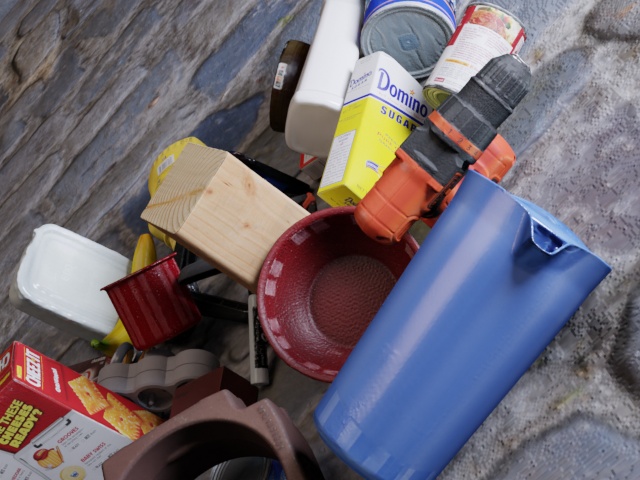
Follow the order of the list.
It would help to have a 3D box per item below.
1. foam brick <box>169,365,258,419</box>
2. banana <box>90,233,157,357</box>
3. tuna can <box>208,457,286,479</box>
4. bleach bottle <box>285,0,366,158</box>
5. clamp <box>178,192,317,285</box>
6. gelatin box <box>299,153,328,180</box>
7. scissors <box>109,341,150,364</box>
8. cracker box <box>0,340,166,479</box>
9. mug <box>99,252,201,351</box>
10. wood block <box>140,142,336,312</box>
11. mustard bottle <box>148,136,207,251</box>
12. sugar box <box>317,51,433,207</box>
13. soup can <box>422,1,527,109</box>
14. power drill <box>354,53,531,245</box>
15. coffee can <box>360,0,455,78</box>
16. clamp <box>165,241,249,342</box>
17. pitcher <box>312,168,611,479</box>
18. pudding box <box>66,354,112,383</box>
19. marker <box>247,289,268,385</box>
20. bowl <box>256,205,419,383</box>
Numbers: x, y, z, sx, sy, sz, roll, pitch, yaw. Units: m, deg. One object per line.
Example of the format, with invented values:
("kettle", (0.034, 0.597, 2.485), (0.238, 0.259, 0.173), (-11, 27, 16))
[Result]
("foam brick", (-0.109, 0.172, 1.090), (0.078, 0.051, 0.053), (-28, 38, 35))
("banana", (-0.234, 0.080, 1.338), (0.037, 0.069, 0.197), (2, 44, 11))
("tuna can", (-0.065, 0.224, 0.997), (0.086, 0.033, 0.086), (-34, 36, 29))
("bleach bottle", (0.018, -0.219, 1.198), (0.103, 0.068, 0.250), (108, 175, -59))
("clamp", (-0.054, 0.026, 1.146), (0.171, 0.120, 0.039), (-42, -7, -7))
("gelatin box", (0.019, -0.119, 1.225), (0.089, 0.030, 0.073), (-31, 37, 32))
("scissors", (-0.251, 0.201, 1.237), (0.016, 0.096, 0.201), (20, 69, 13))
("cracker box", (-0.280, 0.220, 1.115), (0.164, 0.213, 0.072), (-44, 33, 15))
("mug", (-0.187, 0.071, 1.185), (0.093, 0.081, 0.117), (-27, 3, -24))
("wood block", (-0.057, 0.002, 1.037), (0.090, 0.205, 0.091), (-58, 32, -7))
("mustard bottle", (-0.185, -0.050, 1.401), (0.096, 0.058, 0.191), (-37, 35, 21))
("sugar box", (0.060, -0.098, 1.086), (0.048, 0.093, 0.176), (-14, 49, 44))
("soup can", (0.153, -0.175, 1.062), (0.069, 0.068, 0.102), (13, 70, 57))
("power drill", (0.117, -0.072, 0.912), (0.184, 0.187, 0.057), (-47, 75, 11))
("coffee can", (0.100, -0.264, 1.186), (0.103, 0.102, 0.140), (-29, 39, 35))
("clamp", (-0.161, 0.049, 1.239), (0.210, 0.036, 0.164), (-31, 74, 42))
("pitcher", (0.104, 0.075, 0.843), (0.243, 0.149, 0.145), (-54, 47, 6))
("pudding box", (-0.293, 0.195, 1.326), (0.114, 0.039, 0.090), (-18, 46, 44))
("marker", (-0.065, 0.088, 1.100), (0.020, 0.020, 0.121), (-19, 68, 44))
("bowl", (0.025, 0.052, 0.979), (0.162, 0.055, 0.162), (-3, 79, 14))
